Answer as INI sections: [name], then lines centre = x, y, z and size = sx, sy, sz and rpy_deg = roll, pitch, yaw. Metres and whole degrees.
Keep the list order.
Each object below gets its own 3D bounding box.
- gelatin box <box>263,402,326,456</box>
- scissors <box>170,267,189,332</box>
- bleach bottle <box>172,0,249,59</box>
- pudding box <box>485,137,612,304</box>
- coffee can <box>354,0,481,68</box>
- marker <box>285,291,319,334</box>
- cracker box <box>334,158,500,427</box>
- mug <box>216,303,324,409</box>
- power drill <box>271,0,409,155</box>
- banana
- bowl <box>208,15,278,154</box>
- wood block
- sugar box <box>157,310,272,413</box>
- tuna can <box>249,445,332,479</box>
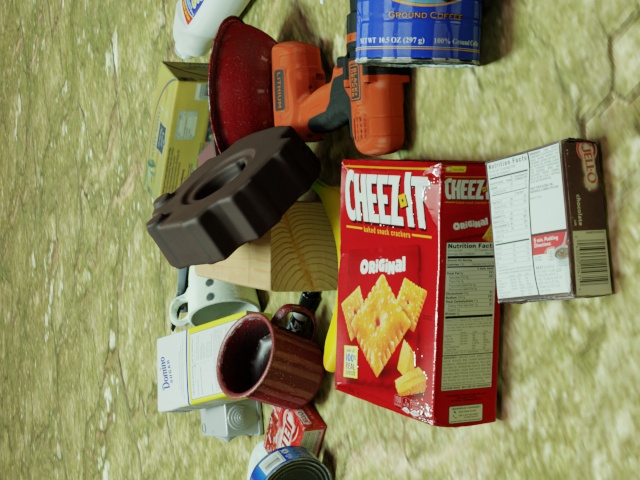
[gelatin box]
centre = -0.031, 0.216, 1.176
size = 0.073, 0.030, 0.089
rpy_deg = 52, 136, 48
[scissors]
centre = -0.181, 0.060, 1.380
size = 0.202, 0.016, 0.096
rpy_deg = -153, 64, -87
[bleach bottle]
centre = -0.130, -0.295, 1.299
size = 0.251, 0.068, 0.102
rpy_deg = 132, 130, -56
[pudding box]
centre = 0.165, -0.012, 0.780
size = 0.090, 0.039, 0.113
rpy_deg = -13, 79, 63
[coffee can]
centre = 0.080, -0.212, 0.858
size = 0.103, 0.102, 0.140
rpy_deg = 15, 106, 61
[marker]
centre = -0.027, 0.094, 1.173
size = 0.020, 0.020, 0.121
rpy_deg = 65, 144, 37
[cracker box]
centre = 0.078, 0.038, 0.911
size = 0.164, 0.072, 0.214
rpy_deg = 9, 99, 61
[mug]
centre = -0.045, 0.121, 1.127
size = 0.093, 0.081, 0.117
rpy_deg = 31, 96, 52
[power drill]
centre = 0.016, -0.170, 1.030
size = 0.188, 0.057, 0.184
rpy_deg = 0, 92, 62
[banana]
centre = 0.026, 0.033, 1.042
size = 0.070, 0.037, 0.198
rpy_deg = 2, 98, 51
[bowl]
centre = -0.068, -0.160, 1.145
size = 0.162, 0.055, 0.162
rpy_deg = 2, -90, -74
[wood block]
centre = -0.058, 0.002, 1.151
size = 0.206, 0.090, 0.091
rpy_deg = 7, 97, 62
[sugar box]
centre = -0.124, 0.145, 1.245
size = 0.177, 0.048, 0.093
rpy_deg = -20, 67, 46
[tuna can]
centre = -0.032, 0.260, 1.123
size = 0.034, 0.086, 0.086
rpy_deg = 37, 124, 58
